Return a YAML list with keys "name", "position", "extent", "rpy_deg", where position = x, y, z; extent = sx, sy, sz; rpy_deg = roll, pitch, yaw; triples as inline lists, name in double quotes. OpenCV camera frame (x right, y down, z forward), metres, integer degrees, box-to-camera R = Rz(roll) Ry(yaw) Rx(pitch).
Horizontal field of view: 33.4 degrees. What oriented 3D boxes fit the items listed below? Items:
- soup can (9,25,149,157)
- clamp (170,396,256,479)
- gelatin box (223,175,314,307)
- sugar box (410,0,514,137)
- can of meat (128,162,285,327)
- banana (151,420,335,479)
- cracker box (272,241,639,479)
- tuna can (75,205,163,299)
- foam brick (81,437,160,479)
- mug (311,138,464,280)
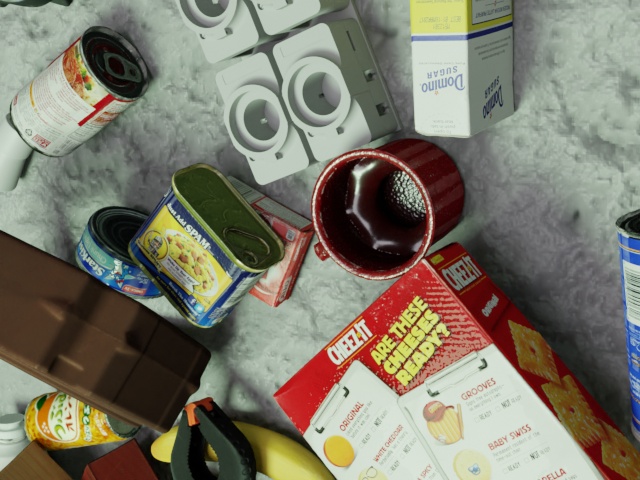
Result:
- name: "soup can"
  position: [-0.199, -0.120, 0.878]
  extent: [0.102, 0.068, 0.068]
  rpy_deg: [-31, 89, 33]
- name: "clamp"
  position: [-0.090, 0.220, 0.888]
  extent: [0.120, 0.039, 0.171]
  rpy_deg: [-24, 79, 22]
- name: "gelatin box"
  position: [-0.055, 0.001, 0.858]
  extent: [0.089, 0.030, 0.073]
  rpy_deg: [30, 117, 18]
- name: "sugar box"
  position: [0.092, -0.161, 0.692]
  extent: [0.048, 0.093, 0.176]
  rpy_deg: [7, 108, 27]
- name: "can of meat"
  position: [-0.091, 0.006, 0.828]
  extent: [0.102, 0.057, 0.084]
  rpy_deg: [48, 125, 9]
- name: "banana"
  position: [-0.064, 0.188, 0.916]
  extent: [0.198, 0.037, 0.070]
  rpy_deg: [16, 110, 24]
- name: "cracker box"
  position: [0.097, 0.134, 0.723]
  extent: [0.214, 0.072, 0.164]
  rpy_deg: [51, 119, 10]
- name: "tuna can"
  position: [-0.156, 0.009, 0.884]
  extent: [0.086, 0.086, 0.034]
  rpy_deg: [37, 117, 14]
- name: "foam brick"
  position: [-0.173, 0.229, 0.962]
  extent: [0.078, 0.051, 0.053]
  rpy_deg: [56, 149, 16]
- name: "mug"
  position: [0.044, -0.021, 0.767]
  extent: [0.117, 0.081, 0.093]
  rpy_deg: [-38, 85, 31]
